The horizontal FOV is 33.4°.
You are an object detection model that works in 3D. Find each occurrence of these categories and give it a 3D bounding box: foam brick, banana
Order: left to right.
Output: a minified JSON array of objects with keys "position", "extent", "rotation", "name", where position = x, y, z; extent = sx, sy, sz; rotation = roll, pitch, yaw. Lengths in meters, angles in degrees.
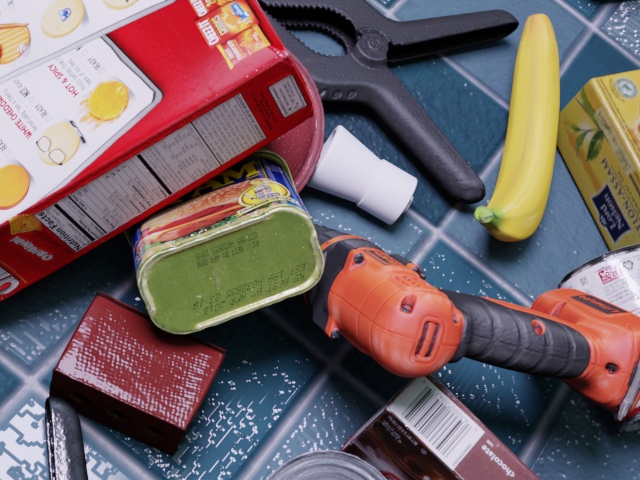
[{"position":[-0.100,0.074,0.581],"extent":[0.078,0.053,0.051],"rotation":[25,59,-3],"name":"foam brick"},{"position":[0.141,-0.067,0.726],"extent":[0.037,0.069,0.197],"rotation":[6,52,17],"name":"banana"}]

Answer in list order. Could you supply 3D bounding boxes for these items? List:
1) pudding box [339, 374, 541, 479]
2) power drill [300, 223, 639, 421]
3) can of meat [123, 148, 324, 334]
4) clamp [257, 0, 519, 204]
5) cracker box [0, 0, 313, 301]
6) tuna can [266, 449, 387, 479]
[{"position":[0.071,0.134,0.583],"extent":[0.113,0.090,0.039],"rotation":[46,58,9],"name":"pudding box"},{"position":[0.080,0.042,0.611],"extent":[0.187,0.185,0.057],"rotation":[12,101,-22],"name":"power drill"},{"position":[-0.054,0.001,0.582],"extent":[0.102,0.057,0.084],"rotation":[-21,27,-4],"name":"can of meat"},{"position":[0.040,-0.132,0.741],"extent":[0.210,0.036,0.164],"rotation":[26,59,-4],"name":"clamp"},{"position":[-0.133,-0.085,0.579],"extent":[0.213,0.072,0.164],"rotation":[-31,62,1],"name":"cracker box"},{"position":[0.002,0.159,0.577],"extent":[0.086,0.034,0.086],"rotation":[6,64,-12],"name":"tuna can"}]
